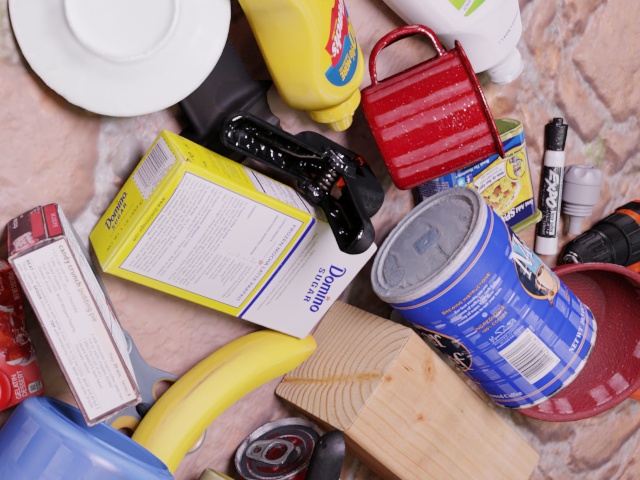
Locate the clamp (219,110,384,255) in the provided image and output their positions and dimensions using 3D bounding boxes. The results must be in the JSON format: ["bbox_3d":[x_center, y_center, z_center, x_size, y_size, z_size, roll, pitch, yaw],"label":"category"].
[{"bbox_3d":[0.009,-0.036,0.717,0.039,0.120,0.171,-44,165,19],"label":"clamp"}]

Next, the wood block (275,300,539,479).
[{"bbox_3d":[0.074,0.147,0.846,0.206,0.091,0.090,44,74,-37],"label":"wood block"}]

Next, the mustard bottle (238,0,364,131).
[{"bbox_3d":[-0.011,-0.143,0.701,0.191,0.058,0.096,67,25,-48],"label":"mustard bottle"}]

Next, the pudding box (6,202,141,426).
[{"bbox_3d":[-0.148,0.041,0.633,0.039,0.090,0.113,-25,109,-8],"label":"pudding box"}]

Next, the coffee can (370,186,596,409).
[{"bbox_3d":[0.120,0.043,0.786,0.140,0.103,0.102,43,75,-23],"label":"coffee can"}]

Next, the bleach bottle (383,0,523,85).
[{"bbox_3d":[0.077,-0.198,0.774,0.102,0.068,0.250,-56,130,-14],"label":"bleach bottle"}]

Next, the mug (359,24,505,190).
[{"bbox_3d":[0.074,-0.097,0.771,0.081,0.093,0.117,-22,108,7],"label":"mug"}]

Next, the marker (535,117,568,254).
[{"bbox_3d":[0.204,-0.048,0.940,0.020,0.020,0.121,-8,107,-36],"label":"marker"}]

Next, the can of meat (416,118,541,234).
[{"bbox_3d":[0.124,-0.043,0.856,0.101,0.058,0.084,-28,116,-29],"label":"can of meat"}]

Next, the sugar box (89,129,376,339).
[{"bbox_3d":[-0.055,0.001,0.719,0.176,0.048,0.093,23,113,-42],"label":"sugar box"}]

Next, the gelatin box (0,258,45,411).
[{"bbox_3d":[-0.212,0.064,0.640,0.073,0.030,0.089,-21,114,-32],"label":"gelatin box"}]

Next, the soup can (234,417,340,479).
[{"bbox_3d":[-0.016,0.194,0.803,0.068,0.069,0.102,-34,121,-26],"label":"soup can"}]

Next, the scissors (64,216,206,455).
[{"bbox_3d":[-0.144,0.087,0.707,0.096,0.016,0.201,-49,127,-22],"label":"scissors"}]

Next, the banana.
[{"bbox_3d":[-0.075,0.113,0.742,0.197,0.037,0.069,-44,144,-30],"label":"banana"}]
